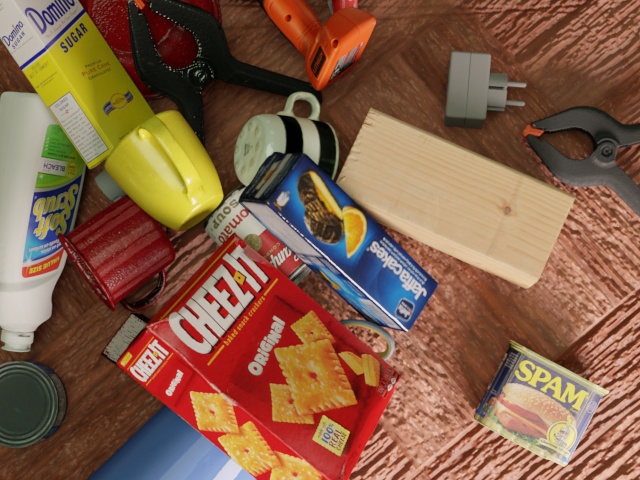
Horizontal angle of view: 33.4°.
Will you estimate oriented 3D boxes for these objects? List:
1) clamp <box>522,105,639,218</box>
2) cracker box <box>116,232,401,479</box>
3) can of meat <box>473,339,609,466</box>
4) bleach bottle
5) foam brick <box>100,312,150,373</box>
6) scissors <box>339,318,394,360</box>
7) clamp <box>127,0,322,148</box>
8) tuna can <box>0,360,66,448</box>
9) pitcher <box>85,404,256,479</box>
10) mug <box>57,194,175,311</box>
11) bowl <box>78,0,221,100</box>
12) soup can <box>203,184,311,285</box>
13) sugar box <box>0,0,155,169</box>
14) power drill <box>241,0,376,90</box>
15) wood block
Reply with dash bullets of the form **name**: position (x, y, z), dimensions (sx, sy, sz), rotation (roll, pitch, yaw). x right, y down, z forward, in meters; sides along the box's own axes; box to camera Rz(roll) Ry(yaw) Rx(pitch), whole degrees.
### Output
- **clamp**: position (0.286, -0.093, 1.037), dimensions (0.171, 0.039, 0.120), rotation (26, 86, 7)
- **cracker box**: position (-0.046, 0.115, 0.950), dimensions (0.213, 0.164, 0.072), rotation (41, 129, -2)
- **can of meat**: position (0.207, 0.154, 1.013), dimensions (0.102, 0.057, 0.084), rotation (28, 90, 8)
- **bleach bottle**: position (-0.283, -0.016, 1.061), dimensions (0.068, 0.102, 0.251), rotation (8, 92, 27)
- **foam brick**: position (-0.165, 0.113, 1.052), dimensions (0.078, 0.053, 0.051), rotation (33, 88, 6)
- **scissors**: position (-0.025, 0.112, 1.055), dimensions (0.202, 0.016, 0.096), rotation (1, 103, 18)
- **clamp**: position (-0.108, -0.166, 1.050), dimensions (0.164, 0.036, 0.210), rotation (-34, 107, -3)
- **tuna can**: position (-0.299, 0.163, 1.068), dimensions (0.086, 0.033, 0.086), rotation (0, 85, 5)
- **pitcher**: position (-0.140, 0.245, 1.005), dimensions (0.243, 0.149, 0.145), rotation (-46, 50, -4)
- **mug**: position (-0.191, 0.018, 1.047), dimensions (0.081, 0.093, 0.117), rotation (-37, 121, -16)
- **bowl**: position (-0.184, -0.227, 1.084), dimensions (0.162, 0.055, 0.162), rotation (0, 85, 5)
- **soup can**: position (-0.057, 0.001, 1.045), dimensions (0.068, 0.068, 0.102), rotation (-45, 82, 0)
- **sugar box**: position (-0.235, -0.164, 1.023), dimensions (0.048, 0.093, 0.176), rotation (-26, 102, 29)
- **power drill**: position (-0.031, -0.246, 1.010), dimensions (0.057, 0.184, 0.188), rotation (-38, 81, -19)
- **wood block**: position (0.124, -0.038, 1.022), dimensions (0.206, 0.090, 0.091), rotation (25, 86, 7)
